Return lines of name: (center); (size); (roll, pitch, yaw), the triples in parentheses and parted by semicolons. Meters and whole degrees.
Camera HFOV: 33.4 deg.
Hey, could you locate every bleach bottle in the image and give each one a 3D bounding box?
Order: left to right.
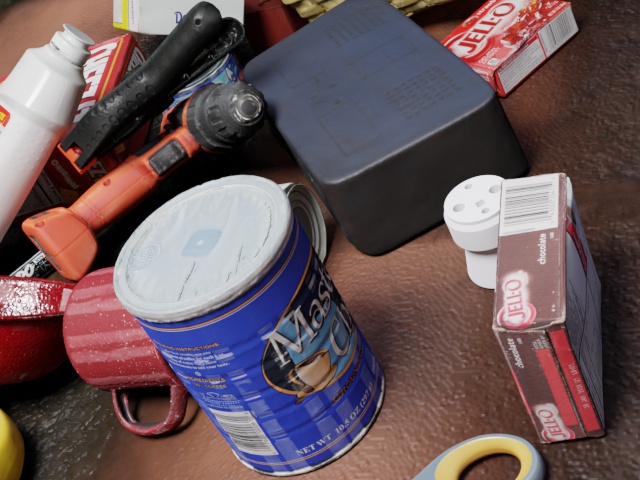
bleach bottle: (-0.259, -0.063, 0.849); (0.251, 0.068, 0.103); (-54, 38, 13)

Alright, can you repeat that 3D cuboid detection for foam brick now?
foam brick: (-0.032, -0.210, 0.973); (0.053, 0.051, 0.078); (-2, 44, 32)

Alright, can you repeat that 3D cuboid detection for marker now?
marker: (-0.241, 0.034, 0.849); (0.121, 0.020, 0.020); (-41, 38, -15)

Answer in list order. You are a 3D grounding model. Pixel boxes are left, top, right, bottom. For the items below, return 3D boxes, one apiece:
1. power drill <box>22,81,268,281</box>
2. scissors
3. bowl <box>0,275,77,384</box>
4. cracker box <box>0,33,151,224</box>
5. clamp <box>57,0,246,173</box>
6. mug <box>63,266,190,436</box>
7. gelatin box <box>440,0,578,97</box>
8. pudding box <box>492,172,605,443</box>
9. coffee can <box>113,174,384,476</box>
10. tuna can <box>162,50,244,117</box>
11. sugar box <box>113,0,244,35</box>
power drill: (-0.130, -0.048, 0.801); (0.187, 0.057, 0.185); (-40, 12, -16)
scissors: (0.030, 0.133, 0.557); (0.202, 0.016, 0.096); (4, 46, 36)
bowl: (-0.231, 0.063, 0.740); (0.162, 0.055, 0.162); (3, 6, -1)
cracker box: (-0.265, -0.094, 0.972); (0.214, 0.072, 0.164); (-16, 39, 16)
clamp: (-0.126, -0.116, 0.790); (0.171, 0.039, 0.120); (-43, -5, -1)
mug: (-0.108, 0.066, 0.680); (0.082, 0.093, 0.117); (-9, 77, 32)
gelatin box: (0.138, -0.151, 0.809); (0.089, 0.030, 0.073); (-41, 38, -16)
pudding box: (0.120, 0.033, 0.554); (0.039, 0.090, 0.113); (-9, 40, 23)
coffee can: (-0.036, 0.049, 0.595); (0.103, 0.140, 0.103); (-18, 38, 14)
tuna can: (-0.112, -0.145, 0.963); (0.086, 0.033, 0.086); (-18, 38, 14)
sugar box: (-0.133, -0.209, 0.975); (0.093, 0.048, 0.176); (-1, 15, -17)
